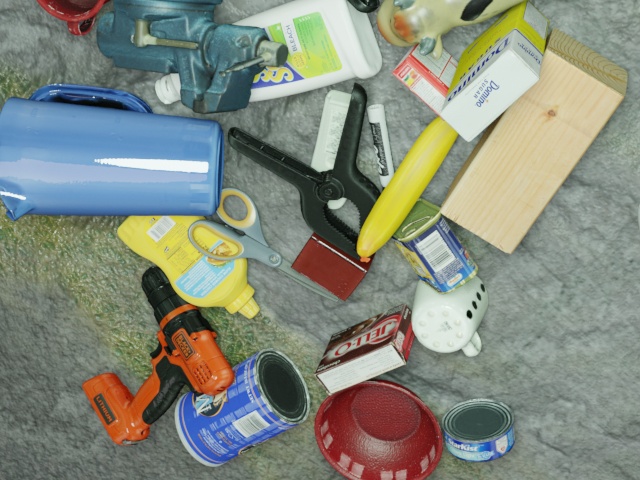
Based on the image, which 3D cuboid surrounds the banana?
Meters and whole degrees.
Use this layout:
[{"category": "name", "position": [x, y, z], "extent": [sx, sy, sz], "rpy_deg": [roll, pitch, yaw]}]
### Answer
[{"category": "banana", "position": [0.096, -0.068, 1.150], "extent": [0.037, 0.069, 0.198], "rpy_deg": [33, 92, 11]}]

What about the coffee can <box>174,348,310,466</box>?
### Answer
[{"category": "coffee can", "position": [-0.099, 0.211, 1.345], "extent": [0.140, 0.102, 0.103], "rpy_deg": [-32, 103, 27]}]

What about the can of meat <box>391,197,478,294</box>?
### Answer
[{"category": "can of meat", "position": [0.121, 0.007, 1.181], "extent": [0.057, 0.102, 0.084], "rpy_deg": [-37, 106, -3]}]

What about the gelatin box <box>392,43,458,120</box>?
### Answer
[{"category": "gelatin box", "position": [0.117, -0.170, 1.100], "extent": [0.073, 0.089, 0.030], "rpy_deg": [42, 121, -6]}]

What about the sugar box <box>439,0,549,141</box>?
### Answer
[{"category": "sugar box", "position": [0.171, -0.170, 1.034], "extent": [0.048, 0.176, 0.093], "rpy_deg": [43, 119, -7]}]

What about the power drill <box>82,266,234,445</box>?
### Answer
[{"category": "power drill", "position": [-0.213, 0.151, 1.331], "extent": [0.188, 0.057, 0.184], "rpy_deg": [-44, 66, 22]}]

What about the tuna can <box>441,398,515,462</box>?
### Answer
[{"category": "tuna can", "position": [0.190, 0.227, 1.277], "extent": [0.086, 0.086, 0.034], "rpy_deg": [-3, 116, 18]}]

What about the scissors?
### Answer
[{"category": "scissors", "position": [-0.058, 0.002, 1.273], "extent": [0.201, 0.016, 0.096], "rpy_deg": [17, 85, -17]}]

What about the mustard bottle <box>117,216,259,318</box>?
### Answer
[{"category": "mustard bottle", "position": [-0.146, 0.022, 1.289], "extent": [0.096, 0.058, 0.191], "rpy_deg": [-43, 99, 7]}]

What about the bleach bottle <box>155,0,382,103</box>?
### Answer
[{"category": "bleach bottle", "position": [-0.066, -0.191, 1.160], "extent": [0.251, 0.068, 0.102], "rpy_deg": [-15, 104, 25]}]

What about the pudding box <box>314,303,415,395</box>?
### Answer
[{"category": "pudding box", "position": [0.056, 0.129, 1.266], "extent": [0.114, 0.090, 0.039], "rpy_deg": [-28, 105, 27]}]

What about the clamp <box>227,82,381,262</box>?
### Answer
[{"category": "clamp", "position": [0.017, -0.069, 1.174], "extent": [0.165, 0.036, 0.210], "rpy_deg": [-23, 116, 26]}]

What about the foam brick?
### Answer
[{"category": "foam brick", "position": [0.016, 0.023, 1.247], "extent": [0.078, 0.053, 0.051], "rpy_deg": [33, 120, 0]}]

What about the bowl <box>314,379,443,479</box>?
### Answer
[{"category": "bowl", "position": [0.076, 0.230, 1.329], "extent": [0.162, 0.055, 0.162], "rpy_deg": [7, 117, 13]}]

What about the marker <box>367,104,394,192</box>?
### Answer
[{"category": "marker", "position": [0.071, -0.092, 1.192], "extent": [0.020, 0.020, 0.121], "rpy_deg": [-4, 114, 18]}]

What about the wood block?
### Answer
[{"category": "wood block", "position": [0.219, -0.101, 1.105], "extent": [0.091, 0.090, 0.206], "rpy_deg": [32, 120, 1]}]

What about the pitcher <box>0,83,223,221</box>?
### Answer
[{"category": "pitcher", "position": [-0.232, -0.096, 1.199], "extent": [0.243, 0.145, 0.149], "rpy_deg": [3, 99, -1]}]

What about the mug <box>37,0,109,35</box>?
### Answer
[{"category": "mug", "position": [-0.257, -0.281, 1.160], "extent": [0.093, 0.081, 0.117], "rpy_deg": [10, 117, 11]}]
